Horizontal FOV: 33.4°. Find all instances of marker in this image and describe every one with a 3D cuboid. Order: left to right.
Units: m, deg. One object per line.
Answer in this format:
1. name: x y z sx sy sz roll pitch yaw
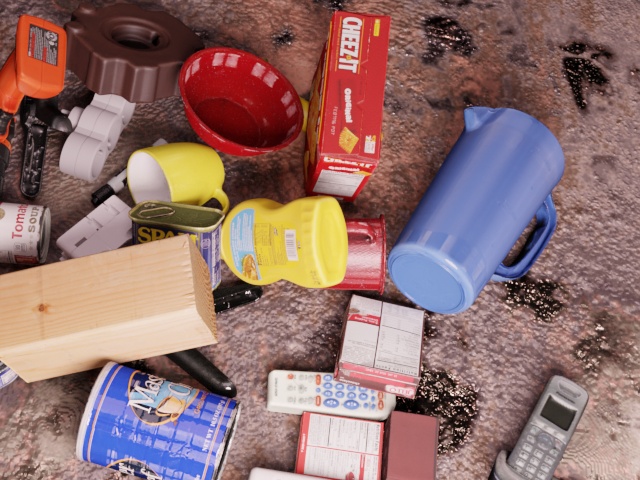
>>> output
1. marker: -0.229 -0.081 1.282 0.020 0.020 0.121 38 61 15

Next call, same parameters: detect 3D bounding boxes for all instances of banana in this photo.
1. banana: -0.016 -0.168 1.355 0.198 0.037 0.069 35 62 14

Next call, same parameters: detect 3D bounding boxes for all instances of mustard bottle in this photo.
1. mustard bottle: -0.057 0.001 1.183 0.058 0.192 0.096 -13 100 -46

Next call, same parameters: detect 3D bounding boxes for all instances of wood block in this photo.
1. wood block: -0.218 0.070 1.089 0.206 0.090 0.091 -12 62 5

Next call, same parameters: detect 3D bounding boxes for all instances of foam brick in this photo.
1. foam brick: 0.092 0.226 1.114 0.051 0.053 0.078 9 56 -3

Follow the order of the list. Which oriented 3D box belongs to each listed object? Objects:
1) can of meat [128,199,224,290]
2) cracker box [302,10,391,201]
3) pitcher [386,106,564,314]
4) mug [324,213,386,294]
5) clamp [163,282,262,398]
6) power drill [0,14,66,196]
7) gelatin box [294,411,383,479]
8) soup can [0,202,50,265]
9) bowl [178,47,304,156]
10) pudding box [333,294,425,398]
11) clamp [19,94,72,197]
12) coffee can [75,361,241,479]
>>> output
1. can of meat: -0.159 0.008 1.180 0.102 0.084 0.057 8 25 12
2. cracker box: 0.026 -0.146 1.217 0.072 0.214 0.164 6 81 -4
3. pitcher: 0.183 -0.025 1.235 0.149 0.145 0.242 25 55 17
4. mug: 0.031 0.010 1.206 0.081 0.117 0.093 1 67 -2
5. clamp: -0.171 0.099 1.154 0.210 0.036 0.164 5 40 -3
6. power drill: -0.354 -0.151 1.216 0.057 0.188 0.184 15 53 -34
7. gelatin box: 0.020 0.224 1.119 0.089 0.030 0.073 9 56 -3
8. soup can: -0.358 -0.009 1.192 0.102 0.068 0.068 5 58 -6
9. bowl: -0.104 -0.157 1.293 0.162 0.055 0.162 16 50 -20
10. pudding box: 0.066 0.115 1.171 0.090 0.039 0.113 13 41 -1
11. clamp: -0.336 -0.136 1.272 0.039 0.120 0.171 20 28 -33
12. coffee can: -0.161 0.190 1.072 0.140 0.103 0.102 17 57 2
